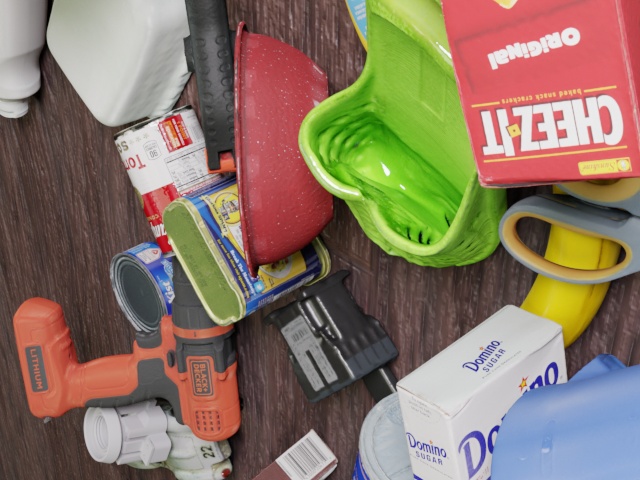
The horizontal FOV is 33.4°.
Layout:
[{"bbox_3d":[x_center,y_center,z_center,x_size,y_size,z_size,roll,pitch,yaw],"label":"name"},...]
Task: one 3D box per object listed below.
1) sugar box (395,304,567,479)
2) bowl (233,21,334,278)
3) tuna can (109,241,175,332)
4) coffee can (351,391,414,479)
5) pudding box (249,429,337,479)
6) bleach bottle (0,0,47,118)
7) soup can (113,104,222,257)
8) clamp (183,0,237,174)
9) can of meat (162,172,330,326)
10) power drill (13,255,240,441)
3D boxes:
[{"bbox_3d":[0.100,0.135,0.600,0.048,0.093,0.176,24,135,45],"label":"sugar box"},{"bbox_3d":[-0.020,-0.058,0.675,0.162,0.055,0.162,-1,-91,-89],"label":"bowl"},{"bbox_3d":[-0.154,0.045,0.973,0.086,0.033,0.086,31,134,37],"label":"tuna can"},{"bbox_3d":[0.068,0.183,0.721,0.103,0.102,0.140,39,139,30],"label":"coffee can"},{"bbox_3d":[-0.046,0.216,0.880,0.039,0.113,0.090,48,143,14],"label":"pudding box"},{"bbox_3d":[-0.276,-0.211,0.937,0.103,0.068,0.251,41,142,29],"label":"bleach bottle"},{"bbox_3d":[-0.110,-0.046,0.827,0.069,0.068,0.102,-13,102,54],"label":"soup can"},{"bbox_3d":[-0.070,-0.128,0.683,0.120,0.039,0.171,-71,-29,-84],"label":"clamp"},{"bbox_3d":[-0.055,0.001,0.774,0.058,0.083,0.102,-31,87,55],"label":"can of meat"},{"bbox_3d":[-0.164,0.085,0.915,0.188,0.057,0.184,-2,106,12],"label":"power drill"}]
